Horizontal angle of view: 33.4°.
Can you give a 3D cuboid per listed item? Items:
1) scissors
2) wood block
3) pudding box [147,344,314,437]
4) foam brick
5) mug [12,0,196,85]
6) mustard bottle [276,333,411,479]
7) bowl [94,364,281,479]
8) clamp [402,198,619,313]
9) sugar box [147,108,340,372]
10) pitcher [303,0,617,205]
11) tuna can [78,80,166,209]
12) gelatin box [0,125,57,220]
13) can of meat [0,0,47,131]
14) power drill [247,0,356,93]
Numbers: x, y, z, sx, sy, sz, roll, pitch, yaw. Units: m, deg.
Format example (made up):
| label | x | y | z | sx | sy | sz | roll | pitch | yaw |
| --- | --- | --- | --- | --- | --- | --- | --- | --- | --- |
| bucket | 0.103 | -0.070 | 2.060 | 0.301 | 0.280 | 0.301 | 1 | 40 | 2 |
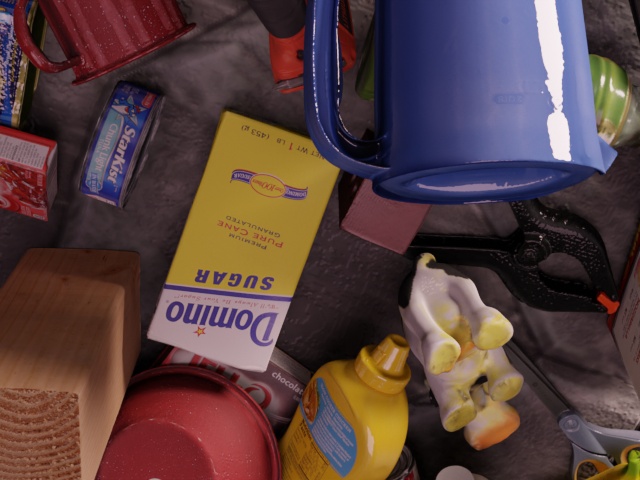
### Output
| label | x | y | z | sx | sy | sz | roll | pitch | yaw |
| --- | --- | --- | --- | --- | --- | --- | --- | --- | --- |
| scissors | 0.223 | 0.145 | 0.864 | 0.096 | 0.016 | 0.201 | -20 | 113 | 13 |
| wood block | -0.188 | 0.088 | 0.748 | 0.090 | 0.206 | 0.091 | 2 | 114 | 0 |
| pudding box | -0.074 | 0.114 | 0.848 | 0.113 | 0.039 | 0.090 | 34 | 109 | -13 |
| foam brick | 0.045 | -0.035 | 0.757 | 0.051 | 0.078 | 0.053 | 23 | 113 | -10 |
| mug | -0.149 | -0.153 | 0.696 | 0.093 | 0.117 | 0.081 | -3 | 118 | 53 |
| mustard bottle | 0.016 | 0.147 | 0.795 | 0.058 | 0.096 | 0.192 | 7 | 123 | -34 |
| bowl | -0.113 | 0.175 | 0.791 | 0.162 | 0.055 | 0.162 | 0 | 88 | 11 |
| clamp | 0.154 | -0.007 | 0.787 | 0.171 | 0.039 | 0.120 | 23 | 122 | -8 |
| sugar box | -0.055 | 0.001 | 0.775 | 0.093 | 0.048 | 0.176 | 18 | 98 | -7 |
| pitcher | 0.081 | -0.144 | 0.625 | 0.145 | 0.149 | 0.243 | -7 | 81 | 30 |
| tuna can | -0.138 | -0.067 | 0.744 | 0.033 | 0.086 | 0.086 | 21 | 113 | -6 |
| gelatin box | -0.226 | -0.050 | 0.758 | 0.073 | 0.030 | 0.089 | 16 | 156 | -7 |
| can of meat | -0.238 | -0.132 | 0.734 | 0.084 | 0.057 | 0.102 | 13 | 114 | -7 |
| power drill | -0.042 | -0.198 | 0.652 | 0.057 | 0.184 | 0.187 | -18 | 137 | 18 |
